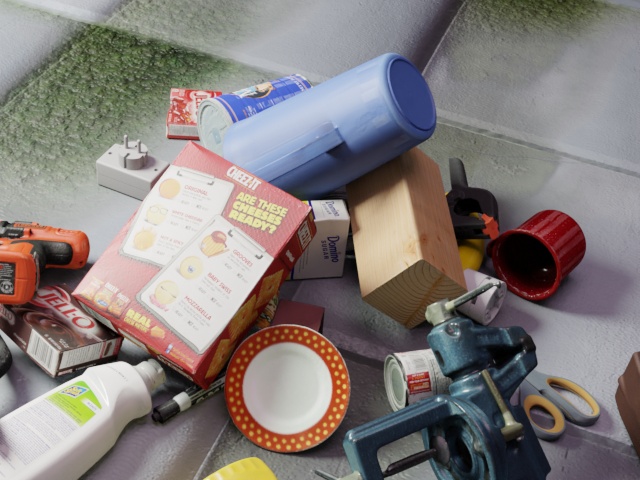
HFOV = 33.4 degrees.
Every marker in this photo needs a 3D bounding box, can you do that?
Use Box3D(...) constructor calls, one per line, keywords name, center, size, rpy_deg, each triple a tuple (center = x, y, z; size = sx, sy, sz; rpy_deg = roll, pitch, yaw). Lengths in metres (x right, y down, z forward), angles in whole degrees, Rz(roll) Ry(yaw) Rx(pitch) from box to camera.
Box3D(name="marker", center=(-0.126, 0.159, 1.122), size=(0.120, 0.020, 0.020), rpy_deg=(-28, 51, -33))

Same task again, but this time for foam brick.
Box3D(name="foam brick", center=(-0.027, 0.111, 1.146), size=(0.051, 0.078, 0.053), rpy_deg=(11, 41, 7))

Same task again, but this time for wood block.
Box3D(name="wood block", center=(0.097, -0.014, 1.256), size=(0.090, 0.091, 0.206), rpy_deg=(33, 34, -36))

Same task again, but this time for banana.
Box3D(name="banana", center=(0.171, 0.003, 1.326), size=(0.070, 0.037, 0.197), rpy_deg=(14, 41, 8))

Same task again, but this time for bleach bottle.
Box3D(name="bleach bottle", center=(-0.249, 0.191, 1.036), size=(0.103, 0.068, 0.250), rpy_deg=(32, 45, 30))

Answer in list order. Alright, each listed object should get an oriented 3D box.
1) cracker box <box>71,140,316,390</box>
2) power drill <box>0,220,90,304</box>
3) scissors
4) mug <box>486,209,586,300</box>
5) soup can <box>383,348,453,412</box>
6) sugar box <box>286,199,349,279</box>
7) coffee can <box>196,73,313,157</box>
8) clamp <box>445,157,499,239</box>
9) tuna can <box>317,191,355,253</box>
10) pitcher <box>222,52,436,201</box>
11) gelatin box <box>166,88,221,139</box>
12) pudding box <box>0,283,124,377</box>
Box3D(name="cracker box", center=(-0.129, 0.024, 1.129), size=(0.164, 0.072, 0.213), rpy_deg=(29, 72, 18))
Box3D(name="power drill", center=(-0.360, 0.016, 1.172), size=(0.184, 0.057, 0.187), rpy_deg=(3, 13, -1))
Box3D(name="scissors", center=(0.210, 0.152, 1.176), size=(0.202, 0.016, 0.096), rpy_deg=(30, 46, 25))
Box3D(name="mug", center=(0.258, 0.012, 1.297), size=(0.117, 0.093, 0.081), rpy_deg=(6, 28, 41))
Box3D(name="soup can", center=(0.126, 0.145, 1.133), size=(0.102, 0.068, 0.068), rpy_deg=(-7, 43, -15))
Box3D(name="sugar box", center=(-0.058, 0.001, 1.256), size=(0.176, 0.093, 0.048), rpy_deg=(-4, 41, -13))
Box3D(name="coffee can", center=(-0.080, -0.157, 1.427), size=(0.140, 0.103, 0.103), rpy_deg=(-21, 48, -28))
Box3D(name="clamp", center=(0.172, -0.050, 1.332), size=(0.120, 0.039, 0.172), rpy_deg=(-47, 39, -14))
Box3D(name="tuna can", center=(0.024, -0.023, 1.339), size=(0.086, 0.034, 0.086), rpy_deg=(4, 41, -3))
Box3D(name="pitcher", center=(0.007, -0.119, 1.250), size=(0.144, 0.243, 0.149), rpy_deg=(29, 49, -41))
Box3D(name="gelatin box", center=(-0.176, -0.178, 1.494), size=(0.073, 0.030, 0.089), rpy_deg=(3, 41, -4))
Box3D(name="pudding box", center=(-0.281, 0.094, 1.142), size=(0.114, 0.039, 0.089), rpy_deg=(37, 29, 28))
